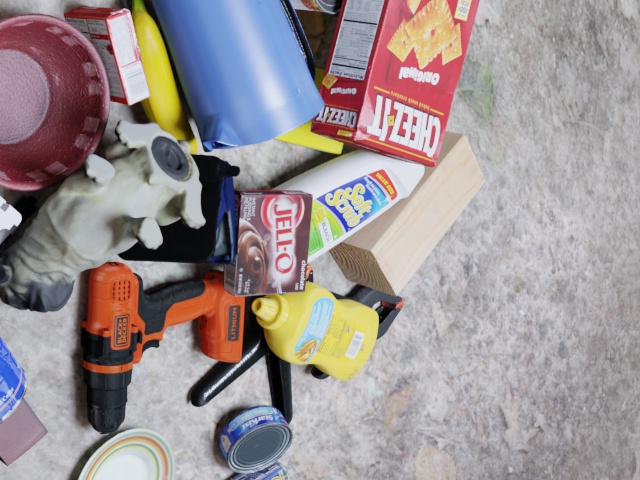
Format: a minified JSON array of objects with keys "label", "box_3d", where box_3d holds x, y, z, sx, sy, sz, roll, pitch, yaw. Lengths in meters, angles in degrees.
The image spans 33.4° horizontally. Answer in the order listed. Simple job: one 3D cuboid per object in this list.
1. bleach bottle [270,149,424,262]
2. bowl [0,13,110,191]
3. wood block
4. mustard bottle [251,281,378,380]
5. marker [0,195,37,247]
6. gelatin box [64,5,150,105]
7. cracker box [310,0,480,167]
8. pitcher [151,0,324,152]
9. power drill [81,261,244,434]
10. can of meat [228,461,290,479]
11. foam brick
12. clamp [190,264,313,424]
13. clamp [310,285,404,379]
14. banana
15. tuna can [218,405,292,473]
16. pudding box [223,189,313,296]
[{"label":"bleach bottle","box_3d":[0.032,-0.062,1.265,0.250,0.068,0.102,-33,125,-19]},{"label":"bowl","box_3d":[-0.276,-0.129,0.983,0.161,0.055,0.162,-15,113,-41]},{"label":"wood block","box_3d":[0.108,-0.041,1.365,0.206,0.091,0.090,-50,132,-22]},{"label":"mustard bottle","box_3d":[-0.012,0.100,1.254,0.191,0.058,0.096,26,89,-48]},{"label":"marker","box_3d":[-0.313,0.003,1.013,0.121,0.020,0.020,-51,132,-21]},{"label":"gelatin box","box_3d":[-0.204,-0.179,1.027,0.030,0.073,0.089,-30,121,-36]},{"label":"cracker box","box_3d":[0.088,-0.201,1.168,0.163,0.072,0.214,11,94,-51]},{"label":"pitcher","box_3d":[-0.092,-0.221,1.061,0.145,0.149,0.243,-22,109,-2]},{"label":"power drill","box_3d":[-0.171,0.108,1.157,0.187,0.057,0.184,-6,107,-43]},{"label":"can of meat","box_3d":[-0.080,0.329,1.316,0.083,0.058,0.102,-25,119,-41]},{"label":"foam brick","box_3d":[-0.315,0.170,1.038,0.051,0.053,0.078,-44,128,-27]},{"label":"clamp","box_3d":[-0.067,0.122,1.279,0.164,0.036,0.210,14,96,-46]},{"label":"clamp","box_3d":[0.044,0.111,1.384,0.171,0.039,0.120,-7,110,-43]},{"label":"banana","box_3d":[-0.157,-0.150,1.078,0.069,0.037,0.198,-72,157,-49]},{"label":"tuna can","box_3d":[-0.078,0.238,1.282,0.086,0.034,0.086,-19,137,-19]},{"label":"pudding box","box_3d":[-0.058,0.001,1.160,0.089,0.039,0.113,-2,104,-31]}]
